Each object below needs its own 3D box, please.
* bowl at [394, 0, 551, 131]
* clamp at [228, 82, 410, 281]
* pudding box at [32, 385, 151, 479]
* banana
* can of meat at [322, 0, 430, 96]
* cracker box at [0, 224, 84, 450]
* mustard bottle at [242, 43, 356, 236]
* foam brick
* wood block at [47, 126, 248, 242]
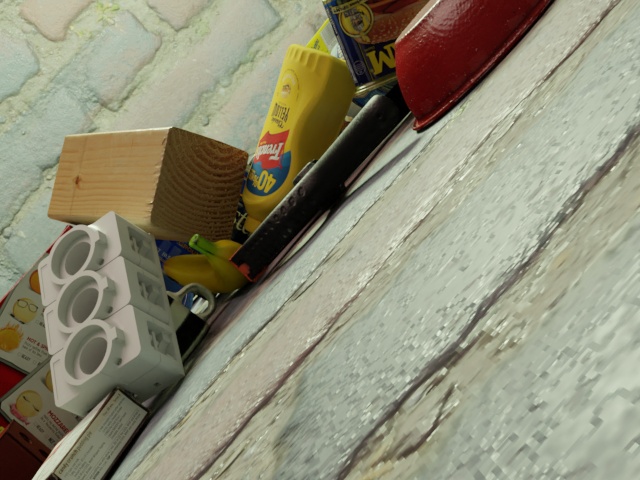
[{"bbox_3d":[0.103,-0.155,0.758,0.162,0.055,0.162,-47,7,7],"label":"bowl"},{"bbox_3d":[0.001,-0.047,0.849,0.210,0.036,0.164,-47,-1,10],"label":"clamp"},{"bbox_3d":[-0.184,0.173,0.799,0.090,0.039,0.113,-44,10,31],"label":"pudding box"},{"bbox_3d":[-0.098,0.022,0.979,0.037,0.069,0.198,-59,9,-16],"label":"banana"},{"bbox_3d":[0.061,-0.176,0.874,0.102,0.084,0.057,-22,7,1],"label":"can of meat"},{"bbox_3d":[-0.261,0.116,1.076,0.213,0.164,0.072,-49,9,-7],"label":"cracker box"},{"bbox_3d":[-0.026,-0.075,0.954,0.096,0.058,0.192,33,107,58],"label":"mustard bottle"},{"bbox_3d":[-0.245,0.197,0.886,0.051,0.078,0.053,-48,8,-6],"label":"foam brick"},{"bbox_3d":[-0.171,-0.052,1.027,0.207,0.090,0.091,4,81,51],"label":"wood block"}]
